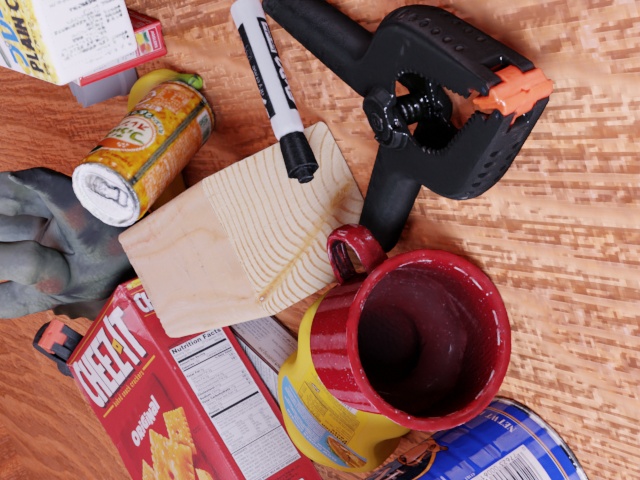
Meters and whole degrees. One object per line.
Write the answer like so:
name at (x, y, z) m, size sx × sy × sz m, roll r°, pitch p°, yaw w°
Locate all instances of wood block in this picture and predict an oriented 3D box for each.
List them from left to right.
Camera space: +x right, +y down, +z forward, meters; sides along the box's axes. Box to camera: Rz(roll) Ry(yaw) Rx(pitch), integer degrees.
wood block at (-0.054, 0.001, 0.712) m, size 0.090 × 0.090 × 0.206 m, roll 64°, pitch 155°, yaw -3°

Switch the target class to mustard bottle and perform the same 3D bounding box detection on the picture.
mustard bottle at (0.015, 0.107, 0.717) m, size 0.096 × 0.058 × 0.192 m, roll 44°, pitch 151°, yaw 11°

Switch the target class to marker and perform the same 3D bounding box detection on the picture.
marker at (-0.027, -0.088, 0.621) m, size 0.020 × 0.020 × 0.121 m, roll 121°, pitch 133°, yaw -61°

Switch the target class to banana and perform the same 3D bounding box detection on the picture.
banana at (-0.123, -0.066, 0.841) m, size 0.070 × 0.037 × 0.198 m, roll 48°, pitch 151°, yaw 30°

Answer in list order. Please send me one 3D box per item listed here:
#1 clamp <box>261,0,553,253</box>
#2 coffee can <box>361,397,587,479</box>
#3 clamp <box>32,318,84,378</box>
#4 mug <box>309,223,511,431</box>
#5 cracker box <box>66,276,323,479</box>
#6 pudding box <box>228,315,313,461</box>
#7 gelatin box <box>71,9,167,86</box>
clamp at (0.044, -0.056, 0.532) m, size 0.210 × 0.036 × 0.164 m, roll 18°, pitch 131°, yaw 62°
coffee can at (0.066, 0.163, 0.580) m, size 0.103 × 0.140 × 0.103 m, roll 44°, pitch 149°, yaw 35°
clamp at (-0.209, 0.117, 0.993) m, size 0.120 × 0.039 × 0.171 m, roll 17°, pitch 164°, yaw 8°
mug at (0.037, 0.044, 0.579) m, size 0.117 × 0.093 × 0.082 m, roll 58°, pitch 160°, yaw -5°
cracker box at (-0.108, 0.146, 0.853) m, size 0.214 × 0.071 × 0.164 m, roll 57°, pitch 142°, yaw 11°
pudding box at (-0.035, 0.110, 0.843) m, size 0.114 × 0.039 × 0.090 m, roll 36°, pitch 143°, yaw 41°
gelatin box at (-0.169, -0.150, 0.804) m, size 0.089 × 0.073 × 0.030 m, roll 32°, pitch 140°, yaw 50°
